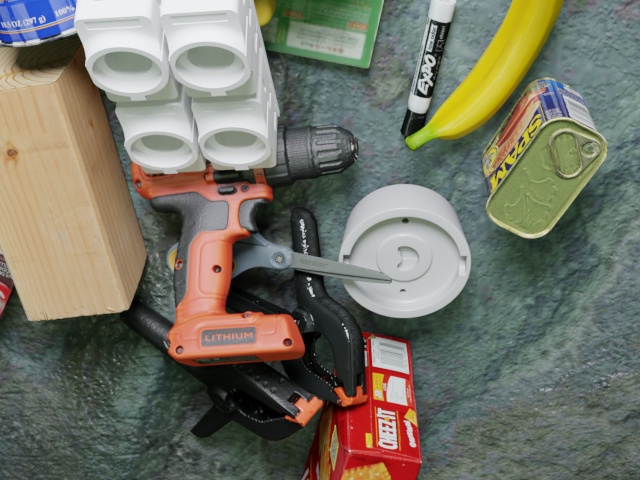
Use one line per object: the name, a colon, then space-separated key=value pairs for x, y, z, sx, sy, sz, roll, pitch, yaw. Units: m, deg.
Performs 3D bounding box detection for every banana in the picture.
banana: x=0.137 y=-0.139 z=0.796 sx=0.037 sy=0.069 sz=0.198 roll=44 pitch=129 yaw=15

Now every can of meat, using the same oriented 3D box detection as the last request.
can of meat: x=0.170 y=-0.067 z=0.831 sx=0.057 sy=0.084 sz=0.102 roll=25 pitch=120 yaw=-13

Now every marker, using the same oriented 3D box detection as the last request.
marker: x=0.083 y=-0.131 z=0.833 sx=0.020 sy=0.020 sz=0.121 roll=9 pitch=122 yaw=-3

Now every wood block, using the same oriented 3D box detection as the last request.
wood block: x=-0.214 y=-0.046 z=0.860 sx=0.091 sy=0.090 sz=0.206 roll=-6 pitch=122 yaw=7

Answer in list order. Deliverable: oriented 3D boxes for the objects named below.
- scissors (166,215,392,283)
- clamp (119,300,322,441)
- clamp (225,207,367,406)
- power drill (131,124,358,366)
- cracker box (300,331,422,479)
scissors: x=-0.042 y=-0.004 z=0.881 sx=0.202 sy=0.016 sz=0.096 roll=-5 pitch=101 yaw=25
clamp: x=-0.079 y=0.137 z=0.946 sx=0.210 sy=0.036 sz=0.164 roll=14 pitch=138 yaw=40
clamp: x=-0.022 y=0.071 z=0.908 sx=0.120 sy=0.171 sz=0.039 roll=-37 pitch=157 yaw=34
power drill: x=-0.056 y=0.001 z=0.842 sx=0.184 sy=0.187 sz=0.057 roll=-7 pitch=165 yaw=9
cracker box: x=0.028 y=0.215 z=0.968 sx=0.072 sy=0.164 sz=0.214 roll=11 pitch=122 yaw=-7
